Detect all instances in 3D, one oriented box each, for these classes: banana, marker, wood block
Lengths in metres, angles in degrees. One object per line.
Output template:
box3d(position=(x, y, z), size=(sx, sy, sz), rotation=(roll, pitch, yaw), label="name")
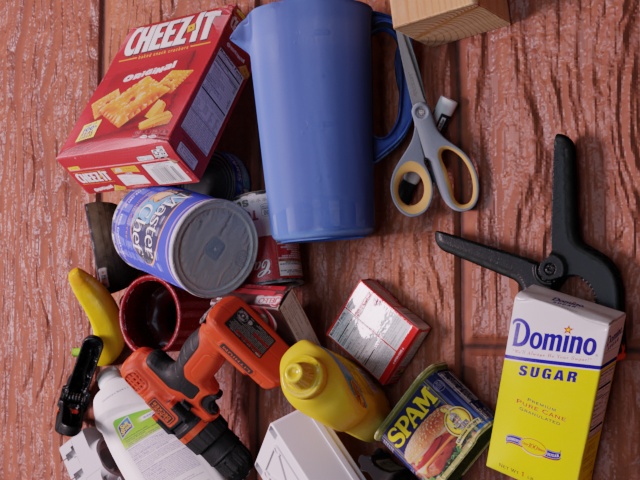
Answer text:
box3d(position=(-0.265, 0.102, 1.269), size=(0.198, 0.069, 0.037), rotation=(107, 173, -52), label="banana")
box3d(position=(0.105, -0.089, 1.087), size=(0.020, 0.020, 0.121), rotation=(33, 105, 31), label="marker")
box3d(position=(0.116, -0.309, 1.050), size=(0.091, 0.090, 0.206), rotation=(-11, 81, 32), label="wood block")

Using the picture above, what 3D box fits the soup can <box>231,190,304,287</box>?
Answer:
box3d(position=(-0.058, 0.001, 1.162), size=(0.069, 0.068, 0.102), rotation=(-14, 79, 32), label="soup can")

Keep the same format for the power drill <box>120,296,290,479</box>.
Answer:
box3d(position=(-0.106, 0.157, 1.121), size=(0.184, 0.057, 0.188), rotation=(45, 128, -3), label="power drill")

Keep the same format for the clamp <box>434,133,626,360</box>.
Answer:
box3d(position=(0.222, 0.016, 0.991), size=(0.165, 0.036, 0.210), rotation=(-48, 66, 22), label="clamp")

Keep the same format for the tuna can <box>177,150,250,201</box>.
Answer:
box3d(position=(-0.122, -0.061, 1.229), size=(0.086, 0.033, 0.086), rotation=(-2, 86, 34), label="tuna can")

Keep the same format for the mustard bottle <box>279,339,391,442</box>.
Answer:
box3d(position=(0.008, 0.142, 1.033), size=(0.058, 0.191, 0.096), rotation=(-39, 65, 5), label="mustard bottle")

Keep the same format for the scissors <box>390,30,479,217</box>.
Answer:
box3d(position=(0.088, -0.111, 1.066), size=(0.096, 0.016, 0.202), rotation=(-30, 86, 9), label="scissors")

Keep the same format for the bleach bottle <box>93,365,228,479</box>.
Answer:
box3d(position=(-0.185, 0.239, 1.229), size=(0.251, 0.102, 0.068), rotation=(50, 156, 33), label="bleach bottle")

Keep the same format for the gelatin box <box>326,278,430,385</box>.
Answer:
box3d(position=(0.059, 0.093, 1.101), size=(0.089, 0.030, 0.073), rotation=(40, 110, 29), label="gelatin box")

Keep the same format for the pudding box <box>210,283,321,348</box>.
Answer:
box3d(position=(-0.053, 0.096, 1.134), size=(0.090, 0.113, 0.039), rotation=(3, 46, 35), label="pudding box")

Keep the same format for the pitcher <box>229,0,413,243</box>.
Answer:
box3d(position=(0.006, -0.122, 1.101), size=(0.149, 0.144, 0.243), rotation=(-6, 88, 45), label="pitcher")

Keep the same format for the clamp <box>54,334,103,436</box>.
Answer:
box3d(position=(-0.292, 0.180, 1.283), size=(0.172, 0.039, 0.120), rotation=(-32, 37, 67), label="clamp")

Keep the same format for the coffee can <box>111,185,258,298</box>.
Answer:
box3d(position=(-0.146, -0.004, 1.137), size=(0.141, 0.102, 0.103), rotation=(17, 97, 52), label="coffee can")

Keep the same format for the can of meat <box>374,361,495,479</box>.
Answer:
box3d(position=(0.116, 0.185, 1.043), size=(0.084, 0.057, 0.102), rotation=(43, 111, 25), label="can of meat")

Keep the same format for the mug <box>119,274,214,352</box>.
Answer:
box3d(position=(-0.179, 0.084, 1.231), size=(0.117, 0.081, 0.093), rotation=(13, 95, 33), label="mug")

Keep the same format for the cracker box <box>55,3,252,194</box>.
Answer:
box3d(position=(-0.177, -0.158, 1.187), size=(0.164, 0.072, 0.213), rotation=(-4, 51, 33), label="cracker box")

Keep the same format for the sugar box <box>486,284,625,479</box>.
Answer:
box3d(position=(0.210, 0.137, 0.965), size=(0.093, 0.048, 0.176), rotation=(18, 113, 34), label="sugar box")
